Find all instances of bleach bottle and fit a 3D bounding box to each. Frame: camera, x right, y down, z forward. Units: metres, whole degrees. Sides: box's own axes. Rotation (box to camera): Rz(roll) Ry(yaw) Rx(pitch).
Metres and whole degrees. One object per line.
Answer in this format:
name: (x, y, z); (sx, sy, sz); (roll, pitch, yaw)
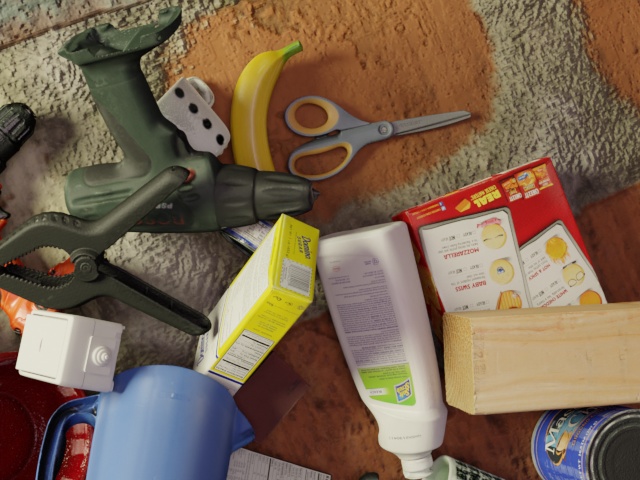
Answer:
bleach bottle: (0.064, 0.112, 1.057); (0.103, 0.067, 0.251); (-10, 95, 34)

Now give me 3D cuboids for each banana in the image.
banana: (-0.057, -0.104, 1.067); (0.070, 0.037, 0.198); (2, 88, 13)

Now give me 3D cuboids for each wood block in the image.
wood block: (0.228, 0.109, 1.006); (0.206, 0.091, 0.090); (-2, 89, -10)

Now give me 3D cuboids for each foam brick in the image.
foam brick: (-0.056, 0.153, 1.047); (0.053, 0.051, 0.078); (44, 81, -5)

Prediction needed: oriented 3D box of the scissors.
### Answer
scissors: (0.050, -0.128, 1.103); (0.201, 0.016, 0.096); (-27, 90, -10)

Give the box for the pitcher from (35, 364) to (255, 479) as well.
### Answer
pitcher: (-0.158, 0.238, 0.925); (0.149, 0.242, 0.145); (-25, 128, 25)

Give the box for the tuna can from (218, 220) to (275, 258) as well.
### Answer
tuna can: (-0.057, 0.001, 1.040); (0.086, 0.086, 0.033); (36, 83, -5)

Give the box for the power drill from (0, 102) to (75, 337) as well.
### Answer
power drill: (-0.295, -0.015, 1.018); (0.187, 0.057, 0.184); (45, 84, -1)

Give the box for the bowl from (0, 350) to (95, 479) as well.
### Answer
bowl: (-0.290, 0.184, 0.983); (0.161, 0.055, 0.162); (8, 78, -43)

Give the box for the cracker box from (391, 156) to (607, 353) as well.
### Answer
cracker box: (0.189, 0.043, 1.086); (0.164, 0.072, 0.214); (-21, 90, -10)

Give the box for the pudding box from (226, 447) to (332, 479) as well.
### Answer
pudding box: (-0.048, 0.253, 1.023); (0.113, 0.090, 0.039); (20, 127, -9)

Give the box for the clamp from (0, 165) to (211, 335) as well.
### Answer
clamp: (-0.202, 0.007, 0.955); (0.210, 0.036, 0.164); (3, 114, 1)

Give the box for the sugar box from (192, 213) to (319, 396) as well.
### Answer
sugar box: (-0.062, 0.067, 0.982); (0.048, 0.176, 0.093); (23, 43, -15)

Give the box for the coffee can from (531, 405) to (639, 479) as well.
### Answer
coffee can: (0.281, 0.211, 1.052); (0.102, 0.140, 0.103); (1, 86, -10)
